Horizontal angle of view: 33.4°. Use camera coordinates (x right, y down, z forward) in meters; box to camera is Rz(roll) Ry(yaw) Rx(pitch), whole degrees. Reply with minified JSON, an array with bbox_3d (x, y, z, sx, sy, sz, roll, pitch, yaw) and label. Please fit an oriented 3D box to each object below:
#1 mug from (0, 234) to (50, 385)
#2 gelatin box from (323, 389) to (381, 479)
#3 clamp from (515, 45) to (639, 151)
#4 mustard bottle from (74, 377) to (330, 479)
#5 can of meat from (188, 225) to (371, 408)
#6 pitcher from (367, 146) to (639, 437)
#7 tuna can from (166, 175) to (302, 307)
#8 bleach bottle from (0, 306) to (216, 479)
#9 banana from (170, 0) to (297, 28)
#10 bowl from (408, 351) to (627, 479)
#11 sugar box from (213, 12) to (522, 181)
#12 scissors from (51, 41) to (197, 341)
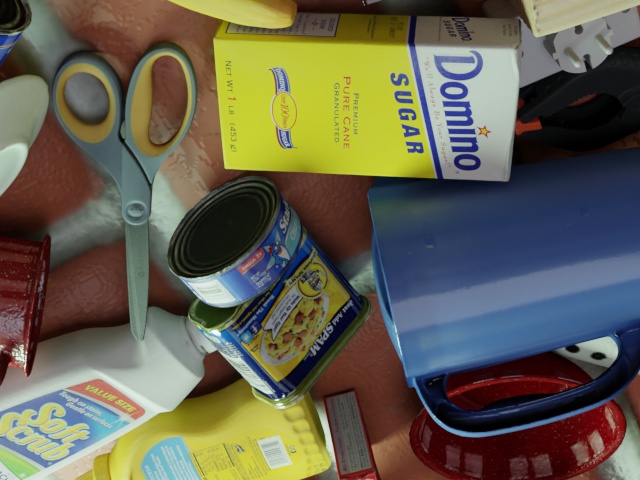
[{"bbox_3d":[-0.220,0.046,0.674,0.081,0.117,0.093,8,145,-10],"label":"mug"},{"bbox_3d":[0.028,0.172,0.819,0.030,0.089,0.073,-14,126,0],"label":"gelatin box"},{"bbox_3d":[0.209,-0.092,0.701,0.171,0.039,0.120,-16,131,8],"label":"clamp"},{"bbox_3d":[-0.095,0.161,0.808,0.191,0.058,0.096,-18,127,2],"label":"mustard bottle"},{"bbox_3d":[-0.028,0.048,0.724,0.102,0.058,0.084,-49,122,-16],"label":"can of meat"},{"bbox_3d":[0.157,0.018,0.683,0.243,0.145,0.149,-11,117,5],"label":"pitcher"},{"bbox_3d":[-0.054,0.001,0.687,0.086,0.086,0.033,-31,126,11],"label":"tuna can"},{"bbox_3d":[-0.186,0.108,0.754,0.251,0.068,0.102,-27,123,6],"label":"bleach bottle"},{"bbox_3d":[-0.104,-0.165,0.576,0.197,0.070,0.037,28,85,-30],"label":"banana"},{"bbox_3d":[0.148,0.128,0.818,0.162,0.055,0.162,1,139,1],"label":"bowl"},{"bbox_3d":[0.029,-0.086,0.639,0.176,0.048,0.093,4,127,8],"label":"sugar box"},{"bbox_3d":[-0.134,-0.032,0.674,0.096,0.016,0.202,15,111,-12],"label":"scissors"}]
